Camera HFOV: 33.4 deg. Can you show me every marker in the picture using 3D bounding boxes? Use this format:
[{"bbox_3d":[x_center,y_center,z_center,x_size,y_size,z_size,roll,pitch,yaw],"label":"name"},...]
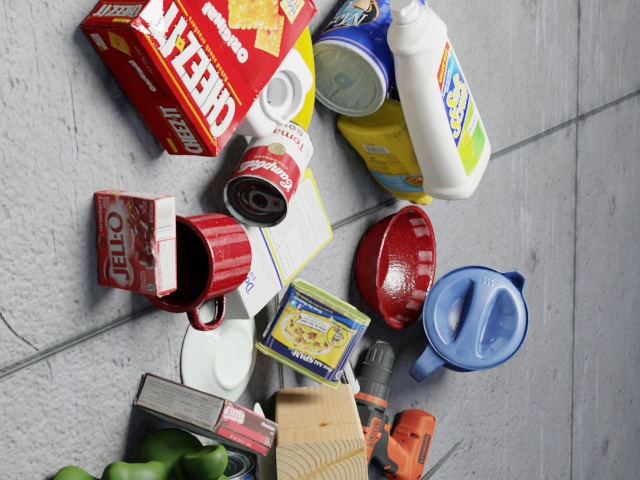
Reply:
[{"bbox_3d":[0.023,0.129,1.230,0.020,0.020,0.121,-51,136,-40],"label":"marker"}]

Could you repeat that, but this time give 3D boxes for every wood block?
[{"bbox_3d":[-0.001,0.225,1.146,0.206,0.091,0.090,-104,-171,-83],"label":"wood block"}]

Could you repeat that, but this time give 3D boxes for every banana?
[{"bbox_3d":[-0.034,-0.188,1.163,0.069,0.037,0.198,-14,107,-56],"label":"banana"}]

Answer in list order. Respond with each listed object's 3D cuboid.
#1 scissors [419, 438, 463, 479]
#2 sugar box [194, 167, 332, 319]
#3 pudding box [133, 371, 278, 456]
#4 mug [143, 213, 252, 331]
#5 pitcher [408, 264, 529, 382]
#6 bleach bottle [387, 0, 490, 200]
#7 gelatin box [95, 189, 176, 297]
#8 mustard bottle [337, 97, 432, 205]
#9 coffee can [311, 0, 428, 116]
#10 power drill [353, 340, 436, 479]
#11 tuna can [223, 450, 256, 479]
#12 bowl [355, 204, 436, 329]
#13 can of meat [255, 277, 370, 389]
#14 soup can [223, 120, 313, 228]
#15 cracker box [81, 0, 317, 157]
[{"bbox_3d":[0.111,0.340,1.431,0.096,0.016,0.202,21,107,-48],"label":"scissors"},{"bbox_3d":[-0.058,0.001,1.148,0.176,0.048,0.093,-41,120,-44],"label":"sugar box"},{"bbox_3d":[-0.111,0.168,1.034,0.090,0.114,0.039,39,66,-49],"label":"pudding box"},{"bbox_3d":[-0.116,0.029,1.022,0.081,0.093,0.117,-14,90,-61],"label":"mug"},{"bbox_3d":[0.192,0.124,1.442,0.243,0.149,0.145,73,17,-78],"label":"pitcher"},{"bbox_3d":[0.125,-0.165,1.206,0.102,0.068,0.250,-61,142,-30],"label":"bleach bottle"},{"bbox_3d":[-0.166,0.002,0.957,0.030,0.073,0.089,-16,110,-55],"label":"gelatin box"},{"bbox_3d":[0.100,-0.101,1.336,0.191,0.096,0.058,51,54,-49],"label":"mustard bottle"},{"bbox_3d":[0.055,-0.226,1.233,0.140,0.103,0.103,-57,140,-35],"label":"coffee can"},{"bbox_3d":[0.088,0.241,1.423,0.187,0.057,0.184,35,70,-52],"label":"power drill"},{"bbox_3d":[-0.107,0.244,1.085,0.085,0.086,0.034,-19,110,-55],"label":"tuna can"},{"bbox_3d":[0.091,0.032,1.386,0.161,0.055,0.162,-16,110,-56],"label":"bowl"},{"bbox_3d":[-0.007,0.100,1.165,0.084,0.102,0.057,-62,177,7],"label":"can of meat"},{"bbox_3d":[-0.052,-0.071,1.098,0.102,0.069,0.068,-68,147,-45],"label":"soup can"},{"bbox_3d":[-0.104,-0.210,1.005,0.213,0.072,0.164,-60,138,-29],"label":"cracker box"}]
